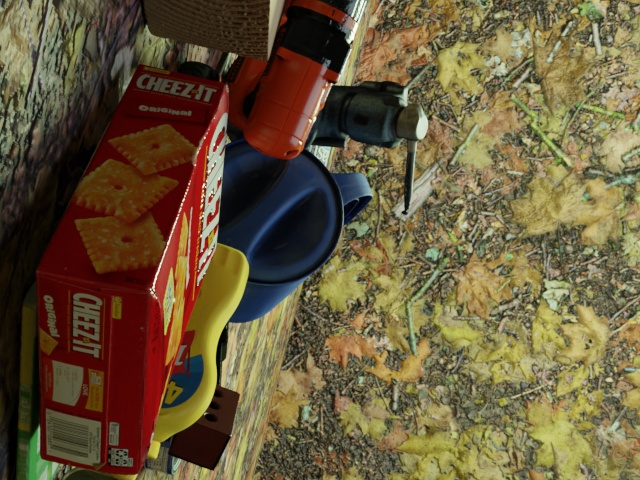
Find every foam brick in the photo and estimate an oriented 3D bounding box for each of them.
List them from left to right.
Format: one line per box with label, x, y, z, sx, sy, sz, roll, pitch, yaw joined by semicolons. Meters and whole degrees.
foam brick;-0.119;0.188;1.099;0.078;0.053;0.051;-85;-161;-64

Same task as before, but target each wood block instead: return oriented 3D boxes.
wood block;-0.051;-0.241;0.745;0.091;0.090;0.206;96;8;-65

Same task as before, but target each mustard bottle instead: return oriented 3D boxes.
mustard bottle;-0.125;0.091;0.829;0.058;0.096;0.191;86;18;-74

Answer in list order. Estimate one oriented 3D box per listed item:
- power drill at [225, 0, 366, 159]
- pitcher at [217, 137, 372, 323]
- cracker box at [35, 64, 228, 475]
power drill;-0.021;-0.151;0.828;0.184;0.057;0.188;-66;-167;-3
pitcher;-0.057;0.001;1.010;0.243;0.149;0.145;126;-12;-71
cracker box;-0.114;0.015;0.681;0.213;0.072;0.164;-77;179;-50
